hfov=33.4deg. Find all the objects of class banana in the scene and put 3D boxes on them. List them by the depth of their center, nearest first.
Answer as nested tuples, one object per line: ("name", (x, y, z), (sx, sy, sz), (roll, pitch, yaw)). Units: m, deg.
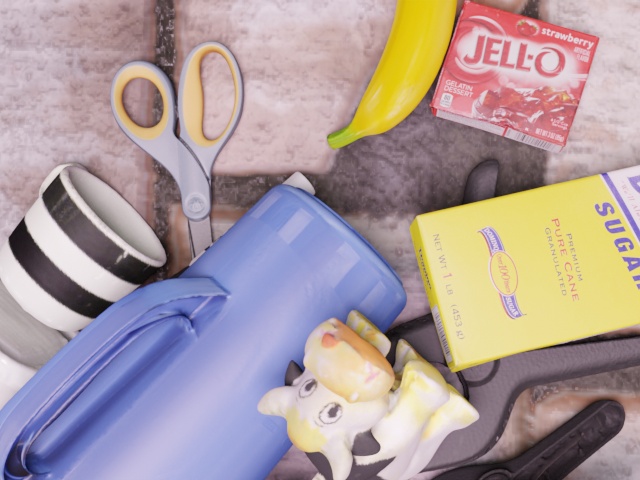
("banana", (0.054, -0.151, 0.678), (0.070, 0.037, 0.198), (12, 85, 24))

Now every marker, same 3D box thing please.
("marker", (-0.054, 0.001, 0.681), (0.121, 0.020, 0.020), (-40, 83, -8))

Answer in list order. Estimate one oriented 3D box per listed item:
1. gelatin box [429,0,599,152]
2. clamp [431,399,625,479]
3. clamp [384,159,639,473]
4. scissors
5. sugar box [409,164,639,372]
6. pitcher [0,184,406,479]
("gelatin box", (0.122, -0.104, 0.678), (0.089, 0.030, 0.073), (18, 87, 6))
("clamp", (0.115, 0.150, 0.637), (0.172, 0.120, 0.039), (-17, 106, 21))
("clamp", (0.090, 0.063, 0.663), (0.210, 0.036, 0.164), (-38, 83, -2))
("scissors", (-0.099, -0.033, 0.696), (0.096, 0.016, 0.202), (9, 87, 1))
("sugar box", (0.150, 0.012, 0.629), (0.176, 0.048, 0.093), (-14, 81, -2))
("pitcher", (-0.069, 0.081, 0.620), (0.145, 0.149, 0.243), (43, 84, -6))
